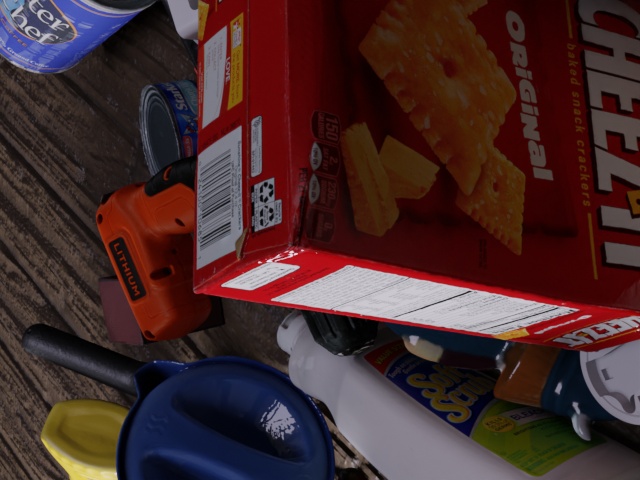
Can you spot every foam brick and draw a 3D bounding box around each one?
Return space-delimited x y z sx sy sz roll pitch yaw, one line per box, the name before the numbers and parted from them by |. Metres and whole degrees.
foam brick | -0.123 0.048 0.829 0.053 0.078 0.051 0 99 51

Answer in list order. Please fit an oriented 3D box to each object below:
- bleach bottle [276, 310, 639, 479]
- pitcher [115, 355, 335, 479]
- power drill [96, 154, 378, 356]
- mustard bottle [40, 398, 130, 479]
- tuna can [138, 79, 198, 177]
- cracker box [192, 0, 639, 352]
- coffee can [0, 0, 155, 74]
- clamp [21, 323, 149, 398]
bleach bottle | 0.057 0.102 0.604 0.251 0.102 0.068 27 118 43
pitcher | -0.071 0.193 0.735 0.243 0.145 0.149 111 165 -59
power drill | -0.054 0.001 0.650 0.188 0.057 0.184 -29 80 46
mustard bottle | -0.169 0.199 0.906 0.096 0.058 0.192 13 150 9
tuna can | -0.104 -0.075 0.790 0.086 0.033 0.086 42 139 51
cracker box | 0.055 -0.049 0.443 0.072 0.213 0.164 -24 61 51
coffee can | -0.192 -0.199 0.821 0.141 0.102 0.103 -19 85 51
clamp | -0.117 0.125 0.842 0.210 0.164 0.036 7 62 33
